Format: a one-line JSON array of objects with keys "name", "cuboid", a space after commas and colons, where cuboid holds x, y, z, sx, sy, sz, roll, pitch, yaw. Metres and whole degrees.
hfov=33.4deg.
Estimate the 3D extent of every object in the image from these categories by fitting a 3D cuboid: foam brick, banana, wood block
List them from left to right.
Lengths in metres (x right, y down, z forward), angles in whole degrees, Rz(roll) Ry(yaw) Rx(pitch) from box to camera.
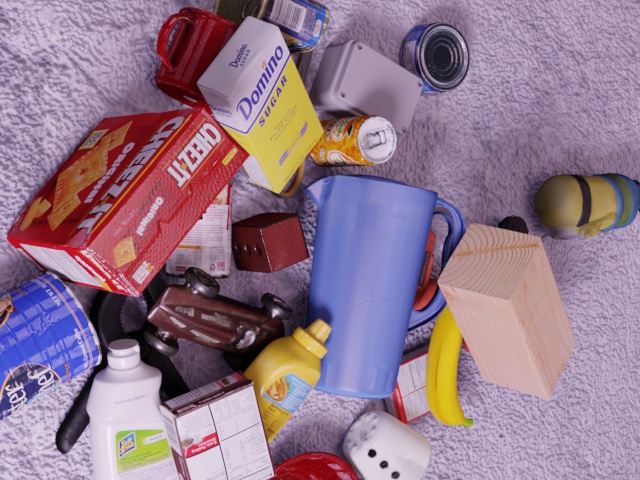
[{"name": "foam brick", "cuboid": [-0.058, 0.001, 1.147, 0.051, 0.078, 0.053, -22, 102, -31]}, {"name": "banana", "cuboid": [0.154, 0.143, 1.270, 0.069, 0.037, 0.198, -23, 120, -46]}, {"name": "wood block", "cuboid": [0.219, 0.084, 1.226, 0.090, 0.091, 0.206, -57, 141, -25]}]

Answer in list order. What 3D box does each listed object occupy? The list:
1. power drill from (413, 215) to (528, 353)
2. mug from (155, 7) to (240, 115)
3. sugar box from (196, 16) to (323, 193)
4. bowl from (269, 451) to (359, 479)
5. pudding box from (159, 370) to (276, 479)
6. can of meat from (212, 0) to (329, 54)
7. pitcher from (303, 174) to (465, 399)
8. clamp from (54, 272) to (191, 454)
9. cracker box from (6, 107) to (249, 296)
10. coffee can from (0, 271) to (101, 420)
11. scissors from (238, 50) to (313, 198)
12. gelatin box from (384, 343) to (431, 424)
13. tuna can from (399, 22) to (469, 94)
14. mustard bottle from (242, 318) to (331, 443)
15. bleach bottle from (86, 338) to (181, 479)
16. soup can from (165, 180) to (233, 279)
[{"name": "power drill", "cuboid": [0.172, 0.038, 1.312, 0.187, 0.057, 0.184, 20, 83, -33]}, {"name": "mug", "cuboid": [-0.123, -0.184, 1.082, 0.117, 0.093, 0.081, 33, 78, -55]}, {"name": "sugar box", "cuboid": [-0.057, -0.134, 1.090, 0.093, 0.048, 0.176, -56, 153, -17]}, {"name": "bowl", "cuboid": [-0.028, 0.311, 1.196, 0.161, 0.055, 0.162, -2, 94, -34]}, {"name": "pudding box", "cuboid": [-0.099, 0.197, 1.049, 0.089, 0.039, 0.113, -21, 113, -24]}, {"name": "can of meat", "cuboid": [-0.052, -0.235, 1.124, 0.083, 0.102, 0.057, 19, 82, -35]}, {"name": "pitcher", "cuboid": [0.058, 0.050, 1.195, 0.144, 0.149, 0.243, 7, 92, -56]}, {"name": "clamp", "cuboid": [-0.198, 0.114, 1.083, 0.164, 0.036, 0.210, -11, 102, -33]}, {"name": "cracker box", "cuboid": [-0.184, -0.040, 0.978, 0.072, 0.214, 0.164, 46, 68, -27]}, {"name": "coffee can", "cuboid": [-0.289, 0.105, 0.983, 0.140, 0.103, 0.103, -31, 109, -29]}, {"name": "scissors", "cuboid": [-0.048, -0.148, 1.183, 0.096, 0.016, 0.202, 3, 91, -34]}, {"name": "gelatin box", "cuboid": [0.117, 0.174, 1.301, 0.089, 0.030, 0.073, -20, 102, -32]}, {"name": "tuna can", "cuboid": [0.140, -0.221, 1.292, 0.085, 0.034, 0.086, -2, 94, -34]}, {"name": "mustard bottle", "cuboid": [-0.054, 0.161, 1.125, 0.191, 0.058, 0.096, -51, 147, -3]}, {"name": "bleach bottle", "cuboid": [-0.175, 0.217, 1.061, 0.102, 0.068, 0.251, -14, 110, -32]}, {"name": "soup can", "cuboid": [-0.126, -0.013, 1.107, 0.068, 0.069, 0.102, 1, 93, -34]}]
